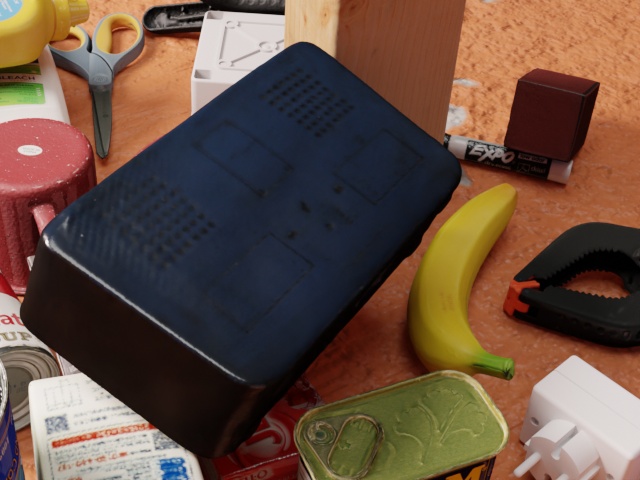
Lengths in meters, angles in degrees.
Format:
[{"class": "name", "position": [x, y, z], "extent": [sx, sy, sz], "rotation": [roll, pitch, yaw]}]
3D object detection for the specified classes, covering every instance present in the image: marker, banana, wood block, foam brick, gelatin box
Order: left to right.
[{"class": "gelatin box", "position": [-0.037, 0.098, 0.598], "extent": [0.073, 0.030, 0.089], "rotation": [-14, 44, -20]}, {"class": "wood block", "position": [0.029, -0.111, 0.710], "extent": [0.090, 0.206, 0.090], "rotation": [-12, 43, -17]}, {"class": "banana", "position": [0.091, 0.029, 0.677], "extent": [0.070, 0.037, 0.197], "rotation": [-5, 35, 14]}, {"class": "marker", "position": [0.129, -0.066, 0.809], "extent": [0.121, 0.020, 0.020], "rotation": [14, 42, 11]}, {"class": "foam brick", "position": [0.175, -0.096, 0.804], "extent": [0.051, 0.053, 0.078], "rotation": [17, 20, 17]}]

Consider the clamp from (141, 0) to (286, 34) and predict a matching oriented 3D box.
[{"class": "clamp", "position": [-0.071, -0.192, 0.901], "extent": [0.171, 0.120, 0.039], "rotation": [13, 79, -18]}]

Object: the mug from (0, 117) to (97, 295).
[{"class": "mug", "position": [-0.180, -0.018, 0.679], "extent": [0.093, 0.081, 0.117], "rotation": [-11, 43, -17]}]

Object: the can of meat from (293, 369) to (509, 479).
[{"class": "can of meat", "position": [0.036, 0.122, 0.535], "extent": [0.102, 0.084, 0.057], "rotation": [-14, 44, -20]}]

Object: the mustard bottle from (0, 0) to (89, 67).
[{"class": "mustard bottle", "position": [-0.251, -0.153, 0.743], "extent": [0.191, 0.058, 0.096], "rotation": [-15, 42, -35]}]

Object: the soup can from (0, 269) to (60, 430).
[{"class": "soup can", "position": [-0.198, 0.055, 0.606], "extent": [0.068, 0.068, 0.102], "rotation": [-21, 47, -26]}]

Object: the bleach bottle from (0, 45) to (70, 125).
[{"class": "bleach bottle", "position": [-0.254, -0.126, 0.814], "extent": [0.102, 0.068, 0.251], "rotation": [-8, 40, -19]}]

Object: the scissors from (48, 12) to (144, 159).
[{"class": "scissors", "position": [-0.194, -0.130, 0.859], "extent": [0.096, 0.016, 0.201], "rotation": [5, 41, 3]}]

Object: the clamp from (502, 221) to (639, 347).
[{"class": "clamp", "position": [0.221, 0.015, 0.705], "extent": [0.210, 0.036, 0.164], "rotation": [-3, 50, -5]}]
